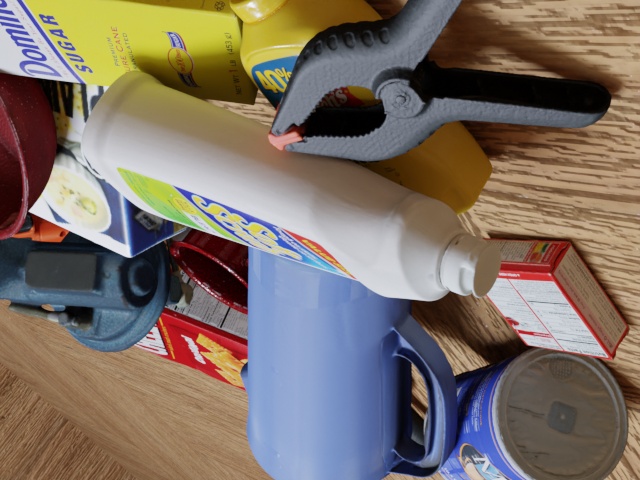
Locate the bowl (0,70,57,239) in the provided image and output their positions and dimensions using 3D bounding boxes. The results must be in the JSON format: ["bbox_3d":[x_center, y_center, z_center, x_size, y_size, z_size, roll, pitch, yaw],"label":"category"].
[{"bbox_3d":[-0.238,-0.084,0.763,0.162,0.055,0.162,25,129,34],"label":"bowl"}]

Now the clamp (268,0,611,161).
[{"bbox_3d":[0.053,-0.076,0.528,0.172,0.039,0.120,-25,118,40],"label":"clamp"}]

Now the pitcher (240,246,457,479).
[{"bbox_3d":[0.016,0.069,0.773,0.149,0.145,0.243,-7,135,-7],"label":"pitcher"}]

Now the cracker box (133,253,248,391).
[{"bbox_3d":[-0.103,0.092,1.086,0.214,0.072,0.164,20,157,8],"label":"cracker box"}]

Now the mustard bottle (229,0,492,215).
[{"bbox_3d":[0.011,-0.089,0.600,0.096,0.058,0.191,-1,138,50],"label":"mustard bottle"}]

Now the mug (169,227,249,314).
[{"bbox_3d":[-0.056,0.001,0.858,0.093,0.081,0.117,44,158,-19],"label":"mug"}]

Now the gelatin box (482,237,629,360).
[{"bbox_3d":[0.148,0.037,0.694,0.073,0.030,0.089,3,142,53],"label":"gelatin box"}]

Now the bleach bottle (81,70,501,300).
[{"bbox_3d":[-0.016,-0.024,0.603,0.251,0.068,0.102,20,162,34],"label":"bleach bottle"}]

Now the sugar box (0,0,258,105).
[{"bbox_3d":[-0.126,-0.133,0.651,0.176,0.048,0.093,6,153,7],"label":"sugar box"}]

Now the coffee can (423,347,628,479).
[{"bbox_3d":[0.150,0.139,0.803,0.103,0.102,0.140,37,159,-4],"label":"coffee can"}]
